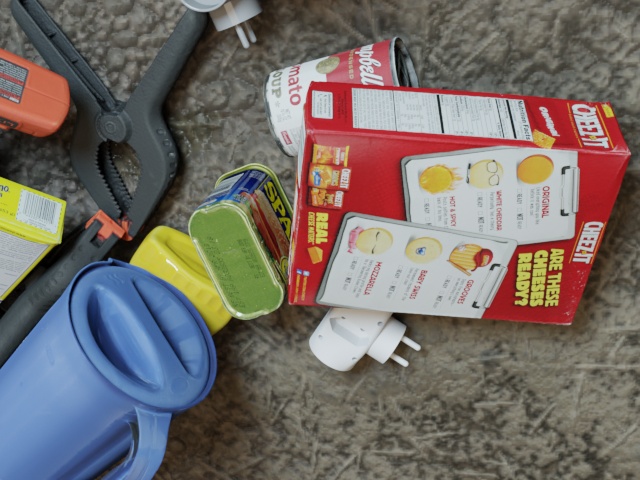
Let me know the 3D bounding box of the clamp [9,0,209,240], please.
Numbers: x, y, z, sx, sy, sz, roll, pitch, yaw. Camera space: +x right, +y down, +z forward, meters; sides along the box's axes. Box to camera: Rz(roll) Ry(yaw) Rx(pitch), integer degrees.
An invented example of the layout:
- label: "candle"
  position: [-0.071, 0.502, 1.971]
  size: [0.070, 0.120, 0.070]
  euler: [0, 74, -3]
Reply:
- label: "clamp"
  position: [-0.169, -0.102, 0.852]
  size: [0.165, 0.036, 0.210]
  euler: [13, 119, 14]

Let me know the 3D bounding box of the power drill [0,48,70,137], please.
- label: "power drill"
  position: [-0.265, -0.068, 0.829]
  size: [0.184, 0.057, 0.188]
  euler: [21, 140, -28]

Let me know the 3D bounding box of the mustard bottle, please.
- label: "mustard bottle"
  position: [-0.151, 0.083, 0.916]
  size: [0.096, 0.058, 0.192]
  euler: [35, 117, -8]

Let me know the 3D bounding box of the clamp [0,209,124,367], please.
- label: "clamp"
  position: [-0.230, 0.044, 0.883]
  size: [0.039, 0.120, 0.172]
  euler: [36, 121, -24]

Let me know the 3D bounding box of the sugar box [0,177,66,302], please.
- label: "sugar box"
  position: [-0.284, 0.009, 0.856]
  size: [0.093, 0.048, 0.177]
  euler: [23, 143, -29]

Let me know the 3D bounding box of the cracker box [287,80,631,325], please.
- label: "cracker box"
  position: [0.088, -0.025, 0.758]
  size: [0.213, 0.072, 0.164]
  euler: [4, 132, -3]

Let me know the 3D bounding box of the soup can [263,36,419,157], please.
- label: "soup can"
  position: [0.017, -0.104, 0.787]
  size: [0.102, 0.068, 0.068]
  euler: [-12, 109, 19]

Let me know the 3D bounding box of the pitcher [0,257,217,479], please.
- label: "pitcher"
  position: [-0.201, 0.143, 0.844]
  size: [0.145, 0.149, 0.243]
  euler: [46, 120, -3]

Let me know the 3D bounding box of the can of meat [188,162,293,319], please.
- label: "can of meat"
  position: [-0.056, 0.001, 0.842]
  size: [0.057, 0.083, 0.102]
  euler: [-19, 107, 21]
